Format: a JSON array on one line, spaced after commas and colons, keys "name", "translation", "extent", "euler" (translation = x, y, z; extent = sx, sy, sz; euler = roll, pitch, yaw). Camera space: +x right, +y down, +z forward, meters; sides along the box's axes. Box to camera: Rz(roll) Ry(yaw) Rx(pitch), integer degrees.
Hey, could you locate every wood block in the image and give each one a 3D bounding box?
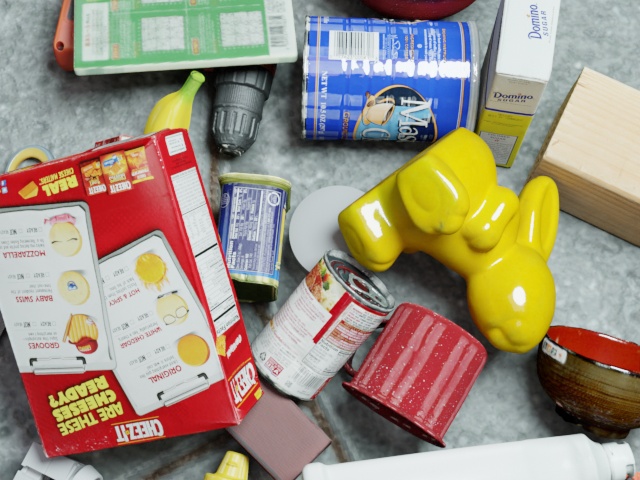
[{"name": "wood block", "translation": [0.284, -0.047, 0.875], "extent": [0.206, 0.090, 0.090], "euler": [26, 75, 6]}]

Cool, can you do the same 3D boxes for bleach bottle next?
[{"name": "bleach bottle", "translation": [0.114, 0.185, 0.802], "extent": [0.250, 0.102, 0.068], "euler": [-10, 67, -5]}]

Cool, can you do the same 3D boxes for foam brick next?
[{"name": "foam brick", "translation": [-0.037, 0.150, 0.836], "extent": [0.078, 0.053, 0.051], "euler": [43, 78, 9]}]

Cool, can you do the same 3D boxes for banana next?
[{"name": "banana", "translation": [-0.118, -0.034, 0.858], "extent": [0.037, 0.070, 0.198], "euler": [2, 79, -33]}]

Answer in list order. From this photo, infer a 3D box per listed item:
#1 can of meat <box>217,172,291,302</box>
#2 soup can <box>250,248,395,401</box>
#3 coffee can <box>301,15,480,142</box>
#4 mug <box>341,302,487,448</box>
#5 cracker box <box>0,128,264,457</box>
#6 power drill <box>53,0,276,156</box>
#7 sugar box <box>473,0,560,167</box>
[{"name": "can of meat", "translation": [-0.056, 0.001, 0.852], "extent": [0.057, 0.102, 0.084], "euler": [5, 77, -1]}, {"name": "soup can", "translation": [0.000, 0.066, 0.824], "extent": [0.068, 0.068, 0.102], "euler": [42, 108, 10]}, {"name": "coffee can", "translation": [0.056, -0.133, 0.888], "extent": [0.140, 0.103, 0.103], "euler": [2, 75, 0]}, {"name": "mug", "translation": [0.068, 0.098, 0.836], "extent": [0.117, 0.093, 0.081], "euler": [22, 75, 41]}, {"name": "cracker box", "translation": [-0.150, 0.039, 0.788], "extent": [0.164, 0.072, 0.214], "euler": [-13, 99, 19]}, {"name": "power drill", "translation": [-0.129, -0.171, 0.921], "extent": [0.187, 0.057, 0.184], "euler": [9, 75, 0]}, {"name": "sugar box", "translation": [0.153, -0.133, 0.851], "extent": [0.048, 0.176, 0.093], "euler": [10, 74, 2]}]
